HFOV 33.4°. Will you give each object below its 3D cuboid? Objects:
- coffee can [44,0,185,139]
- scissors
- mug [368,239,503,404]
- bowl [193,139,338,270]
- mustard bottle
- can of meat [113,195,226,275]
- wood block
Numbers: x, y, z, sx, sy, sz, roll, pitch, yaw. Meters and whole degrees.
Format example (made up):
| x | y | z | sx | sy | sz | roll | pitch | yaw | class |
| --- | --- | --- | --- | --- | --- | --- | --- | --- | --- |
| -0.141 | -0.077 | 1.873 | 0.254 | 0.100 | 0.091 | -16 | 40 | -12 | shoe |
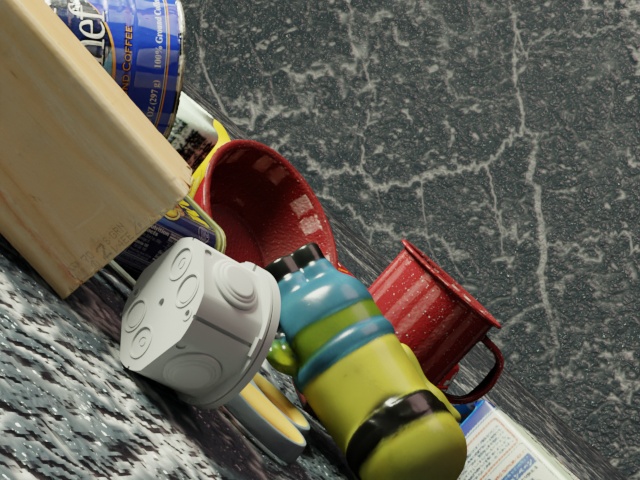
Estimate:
| x | y | z | sx | sy | sz | roll | pitch | yaw | class |
| --- | --- | --- | --- | --- | --- | --- | --- | --- | --- |
| -0.167 | -0.118 | 0.683 | 0.140 | 0.103 | 0.103 | 3 | 21 | -22 | coffee can |
| -0.074 | 0.062 | 0.655 | 0.202 | 0.016 | 0.096 | 44 | 4 | 26 | scissors |
| 0.075 | 0.067 | 0.755 | 0.117 | 0.081 | 0.093 | 42 | 6 | 0 | mug |
| -0.056 | 0.001 | 0.874 | 0.162 | 0.055 | 0.162 | 33 | 43 | -39 | bowl |
| -0.117 | -0.066 | 0.998 | 0.058 | 0.096 | 0.192 | 13 | 20 | -33 | mustard bottle |
| -0.126 | -0.017 | 0.725 | 0.102 | 0.057 | 0.083 | 44 | 8 | 38 | can of meat |
| -0.170 | -0.081 | 0.573 | 0.206 | 0.090 | 0.091 | 50 | 4 | -12 | wood block |
